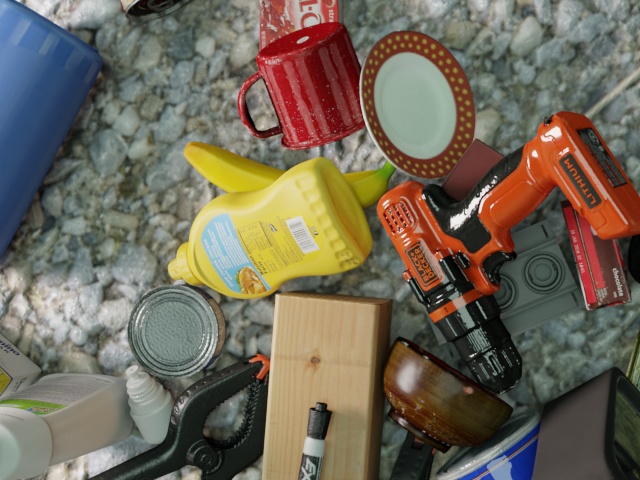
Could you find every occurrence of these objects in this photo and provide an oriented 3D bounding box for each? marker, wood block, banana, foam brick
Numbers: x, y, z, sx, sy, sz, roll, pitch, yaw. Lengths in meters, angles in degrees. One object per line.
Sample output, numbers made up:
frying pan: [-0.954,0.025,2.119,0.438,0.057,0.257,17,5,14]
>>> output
marker: [-0.009,0.191,0.863,0.020,0.020,0.121,10,91,10]
wood block: [0.006,0.151,0.917,0.091,0.090,0.206,5,91,11]
banana: [-0.023,-0.054,0.942,0.198,0.037,0.069,4,122,15]
foam brick: [0.139,-0.048,0.900,0.051,0.078,0.053,36,96,10]

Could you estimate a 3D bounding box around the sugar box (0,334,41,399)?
sugar box: [-0.325,0.111,0.935,0.093,0.176,0.048,39,94,9]

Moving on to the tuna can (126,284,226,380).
tuna can: [-0.130,0.082,0.971,0.086,0.033,0.086,0,90,10]

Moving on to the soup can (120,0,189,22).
soup can: [-0.163,-0.259,0.963,0.068,0.068,0.102,-24,85,9]

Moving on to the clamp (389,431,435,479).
clamp: [0.066,0.249,0.913,0.039,0.120,0.171,19,71,11]

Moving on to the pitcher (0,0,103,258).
pitcher: [-0.308,-0.094,0.967,0.149,0.145,0.243,31,91,-3]

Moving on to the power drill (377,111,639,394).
power drill: [0.150,0.005,0.812,0.188,0.057,0.184,-35,81,31]

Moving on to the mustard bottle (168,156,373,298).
mustard bottle: [-0.056,0.001,0.929,0.192,0.058,0.096,-19,110,30]

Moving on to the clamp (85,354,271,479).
clamp: [-0.100,0.198,0.950,0.164,0.036,0.210,42,85,-20]

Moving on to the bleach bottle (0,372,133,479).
bleach bottle: [-0.241,0.156,0.881,0.102,0.250,0.068,-1,89,10]

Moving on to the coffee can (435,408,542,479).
coffee can: [0.176,0.225,0.878,0.103,0.102,0.140,-34,84,8]

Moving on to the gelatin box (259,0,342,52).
gelatin box: [-0.018,-0.210,0.954,0.073,0.030,0.089,-2,90,10]

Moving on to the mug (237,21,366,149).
mug: [-0.015,-0.129,0.905,0.117,0.093,0.081,-23,113,-4]

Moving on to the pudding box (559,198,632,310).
pudding box: [0.224,0.007,0.865,0.039,0.113,0.090,-14,87,14]
